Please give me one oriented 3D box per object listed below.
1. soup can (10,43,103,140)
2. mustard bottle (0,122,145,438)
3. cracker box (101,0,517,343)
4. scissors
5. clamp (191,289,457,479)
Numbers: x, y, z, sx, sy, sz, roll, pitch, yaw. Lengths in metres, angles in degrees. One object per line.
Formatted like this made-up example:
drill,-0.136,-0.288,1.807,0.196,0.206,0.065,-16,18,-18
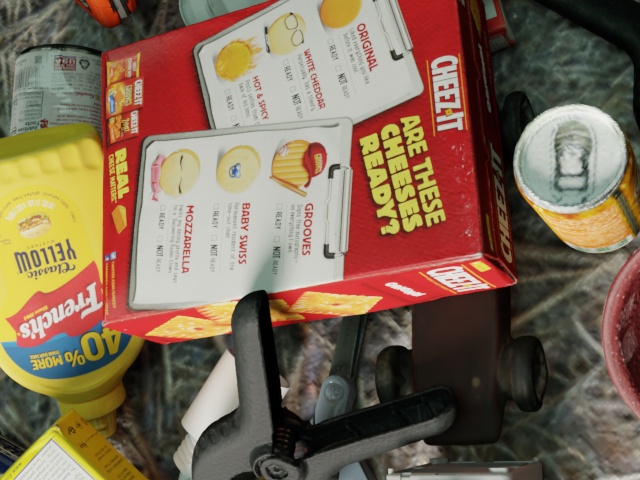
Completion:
soup can,-0.165,-0.067,0.688,0.069,0.068,0.102,-5,77,22
mustard bottle,-0.154,0.033,0.634,0.096,0.058,0.191,-15,111,-10
cracker box,-0.013,-0.042,0.571,0.214,0.072,0.164,-11,71,24
scissors,0.022,0.101,0.602,0.096,0.016,0.202,29,93,26
clamp,-0.025,0.099,0.553,0.120,0.039,0.172,39,121,-7
